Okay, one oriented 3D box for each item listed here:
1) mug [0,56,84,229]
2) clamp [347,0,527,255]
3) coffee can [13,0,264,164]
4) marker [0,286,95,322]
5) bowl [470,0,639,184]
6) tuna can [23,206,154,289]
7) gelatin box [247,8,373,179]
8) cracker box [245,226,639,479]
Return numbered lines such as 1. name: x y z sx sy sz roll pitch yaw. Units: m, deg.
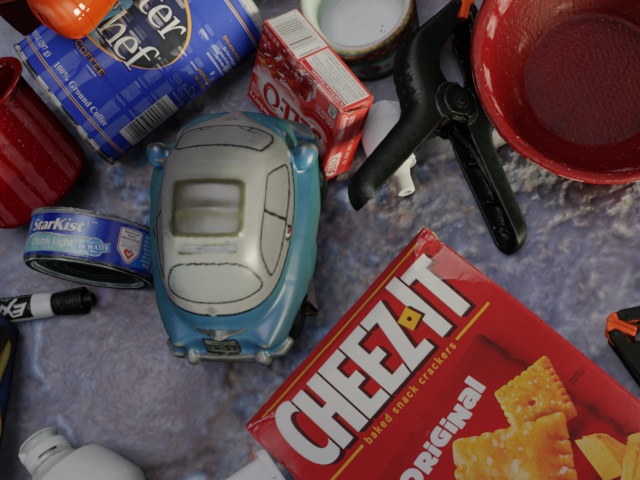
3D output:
1. mug: -0.221 -0.064 0.724 0.117 0.081 0.093 10 56 46
2. clamp: 0.072 -0.078 0.674 0.120 0.039 0.171 9 67 -28
3. coffee can: -0.118 -0.134 0.719 0.140 0.102 0.103 -38 70 -1
4. marker: -0.212 0.048 0.729 0.121 0.020 0.020 -8 72 10
5. bowl: 0.174 -0.109 0.665 0.162 0.055 0.162 -1 80 7
6. tuna can: -0.148 0.006 0.692 0.086 0.086 0.034 5 76 14
7. gelatin box: -0.009 -0.093 0.696 0.030 0.073 0.089 -26 66 -28
8. cracker box: 0.089 0.121 0.612 0.214 0.072 0.164 41 86 20
